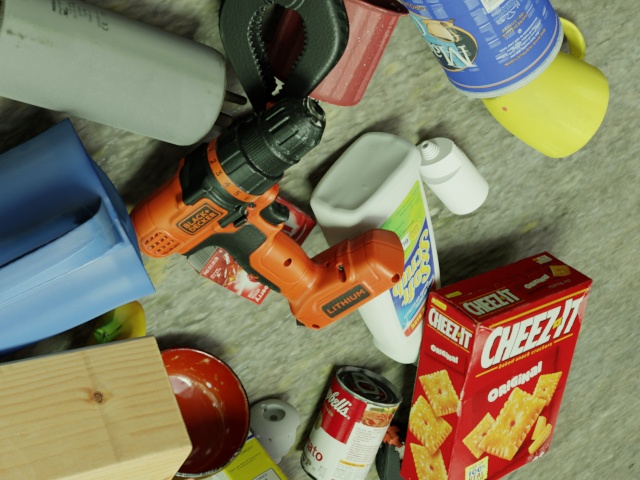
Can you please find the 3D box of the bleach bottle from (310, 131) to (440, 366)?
[{"bbox_3d":[0.070,0.026,0.966,0.102,0.068,0.250,-49,140,-23],"label":"bleach bottle"}]

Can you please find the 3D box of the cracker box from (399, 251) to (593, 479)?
[{"bbox_3d":[0.169,0.134,1.031,0.163,0.072,0.214,-17,126,-36],"label":"cracker box"}]

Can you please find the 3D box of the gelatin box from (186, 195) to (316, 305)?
[{"bbox_3d":[-0.056,0.001,0.890,0.073,0.030,0.089,31,97,-42],"label":"gelatin box"}]

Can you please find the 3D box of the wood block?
[{"bbox_3d":[-0.202,0.136,0.696,0.205,0.091,0.090,-9,153,-30],"label":"wood block"}]

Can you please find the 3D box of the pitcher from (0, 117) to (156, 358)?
[{"bbox_3d":[-0.240,0.028,0.701,0.242,0.145,0.149,-27,151,-10],"label":"pitcher"}]

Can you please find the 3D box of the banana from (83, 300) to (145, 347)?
[{"bbox_3d":[-0.171,0.090,0.821,0.069,0.037,0.198,-35,168,-37],"label":"banana"}]

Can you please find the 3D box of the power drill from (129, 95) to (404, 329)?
[{"bbox_3d":[-0.023,-0.015,0.802,0.185,0.057,0.187,-31,130,31],"label":"power drill"}]

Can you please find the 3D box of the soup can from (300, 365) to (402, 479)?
[{"bbox_3d":[0.029,0.182,1.029,0.068,0.069,0.102,9,112,-37],"label":"soup can"}]

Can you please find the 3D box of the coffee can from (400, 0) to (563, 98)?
[{"bbox_3d":[0.118,-0.196,0.840,0.103,0.103,0.140,-45,132,-3],"label":"coffee can"}]

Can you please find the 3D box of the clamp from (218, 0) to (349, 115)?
[{"bbox_3d":[-0.013,-0.180,0.731,0.036,0.165,0.210,-52,145,-63],"label":"clamp"}]

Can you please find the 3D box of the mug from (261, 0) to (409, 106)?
[{"bbox_3d":[-0.003,-0.158,0.801,0.117,0.093,0.082,22,111,-8],"label":"mug"}]

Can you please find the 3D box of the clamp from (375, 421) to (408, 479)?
[{"bbox_3d":[0.118,0.243,1.144,0.120,0.039,0.171,-36,131,-12],"label":"clamp"}]

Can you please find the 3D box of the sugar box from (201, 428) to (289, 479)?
[{"bbox_3d":[-0.051,0.222,0.927,0.048,0.176,0.093,-28,129,-15],"label":"sugar box"}]
